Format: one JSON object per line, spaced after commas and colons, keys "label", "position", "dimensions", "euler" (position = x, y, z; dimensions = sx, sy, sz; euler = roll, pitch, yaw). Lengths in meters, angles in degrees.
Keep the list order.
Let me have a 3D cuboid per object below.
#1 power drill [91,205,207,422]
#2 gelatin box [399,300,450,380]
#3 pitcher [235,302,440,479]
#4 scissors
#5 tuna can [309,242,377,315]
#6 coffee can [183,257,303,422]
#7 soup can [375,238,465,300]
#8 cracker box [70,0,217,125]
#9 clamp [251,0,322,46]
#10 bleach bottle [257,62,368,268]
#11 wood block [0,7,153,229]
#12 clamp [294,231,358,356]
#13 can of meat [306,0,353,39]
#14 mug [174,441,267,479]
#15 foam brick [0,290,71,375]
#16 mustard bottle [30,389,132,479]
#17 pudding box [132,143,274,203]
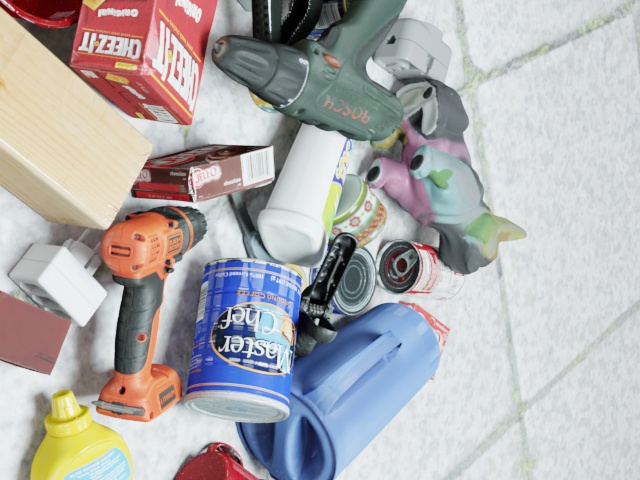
{"label": "power drill", "position": [-0.155, 0.062, 0.990], "dimensions": [0.184, 0.057, 0.188], "euler": [-27, 123, -73]}
{"label": "gelatin box", "position": [0.123, 0.128, 1.356], "dimensions": [0.089, 0.030, 0.073], "euler": [38, 66, -44]}
{"label": "pitcher", "position": [0.035, 0.158, 1.179], "dimensions": [0.242, 0.149, 0.145], "euler": [-33, 118, -45]}
{"label": "scissors", "position": [-0.058, 0.001, 1.150], "dimensions": [0.096, 0.016, 0.202], "euler": [-24, 112, -46]}
{"label": "tuna can", "position": [0.028, 0.044, 1.237], "dimensions": [0.085, 0.034, 0.086], "euler": [-7, 99, -48]}
{"label": "coffee can", "position": [-0.075, 0.100, 1.054], "dimensions": [0.102, 0.103, 0.140], "euler": [30, 58, -46]}
{"label": "soup can", "position": [0.125, 0.038, 1.320], "dimensions": [0.102, 0.069, 0.068], "euler": [11, 86, -49]}
{"label": "cracker box", "position": [-0.140, -0.226, 0.940], "dimensions": [0.164, 0.072, 0.213], "euler": [46, 54, -78]}
{"label": "clamp", "position": [-0.027, -0.280, 1.067], "dimensions": [0.164, 0.036, 0.210], "euler": [30, 80, -53]}
{"label": "bleach bottle", "position": [0.004, -0.101, 1.151], "dimensions": [0.102, 0.068, 0.250], "euler": [79, 27, -62]}
{"label": "wood block", "position": [-0.247, -0.103, 0.871], "dimensions": [0.205, 0.090, 0.090], "euler": [44, 63, -42]}
{"label": "clamp", "position": [-0.003, 0.064, 1.107], "dimensions": [0.039, 0.172, 0.120], "euler": [26, 68, -9]}
{"label": "can of meat", "position": [0.029, -0.259, 1.168], "dimensions": [0.101, 0.084, 0.057], "euler": [-42, 123, -38]}
{"label": "mug", "position": [-0.098, 0.257, 1.087], "dimensions": [0.081, 0.093, 0.117], "euler": [46, 30, -35]}
{"label": "foam brick", "position": [-0.262, 0.076, 0.902], "dimensions": [0.078, 0.051, 0.053], "euler": [33, 71, -45]}
{"label": "mustard bottle", "position": [-0.213, 0.225, 0.968], "dimensions": [0.096, 0.058, 0.191], "euler": [-25, 113, -41]}
{"label": "pudding box", "position": [-0.113, -0.066, 1.025], "dimensions": [0.113, 0.090, 0.039], "euler": [-18, 109, -47]}
